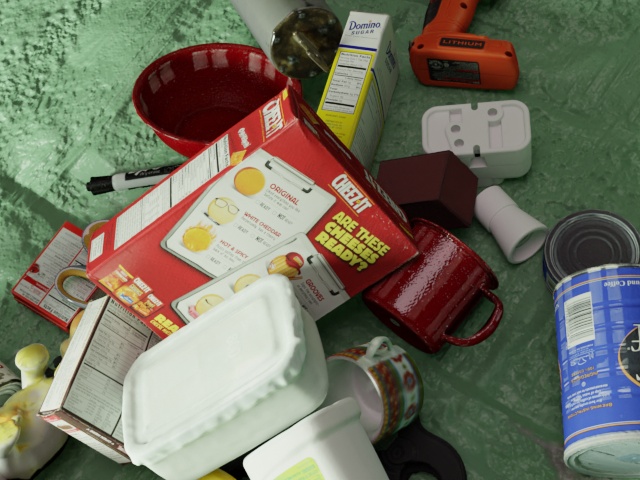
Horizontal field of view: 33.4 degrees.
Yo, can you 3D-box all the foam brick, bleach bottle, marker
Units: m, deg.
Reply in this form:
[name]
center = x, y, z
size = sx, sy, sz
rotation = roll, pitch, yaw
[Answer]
[foam brick]
center = 0.092, -0.042, 0.943
size = 0.078, 0.053, 0.051
rotation = -6, 58, 40
[bleach bottle]
center = 0.041, 0.248, 0.778
size = 0.103, 0.067, 0.251
rotation = -39, 75, 38
[marker]
center = -0.171, -0.061, 1.044
size = 0.121, 0.020, 0.020
rotation = -8, 62, 8

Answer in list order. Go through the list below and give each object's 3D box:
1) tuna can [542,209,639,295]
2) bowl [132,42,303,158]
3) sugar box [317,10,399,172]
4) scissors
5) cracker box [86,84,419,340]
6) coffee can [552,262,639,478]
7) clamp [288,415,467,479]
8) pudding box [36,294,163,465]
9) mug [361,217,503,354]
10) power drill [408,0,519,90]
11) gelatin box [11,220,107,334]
[tuna can]
center = 0.233, 0.017, 0.910
size = 0.086, 0.033, 0.086
rotation = -5, 62, 9
[bowl]
center = -0.097, -0.123, 1.024
size = 0.162, 0.055, 0.162
rotation = 1, 44, -1
[sugar box]
center = 0.029, -0.114, 0.988
size = 0.048, 0.093, 0.176
rotation = 8, 64, 15
[scissors]
center = -0.139, 0.028, 0.973
size = 0.201, 0.016, 0.096
rotation = 2, 68, 0
[cracker box]
center = -0.056, 0.001, 0.867
size = 0.214, 0.164, 0.072
rotation = -35, 33, 15
[coffee can]
center = 0.236, 0.102, 0.826
size = 0.103, 0.103, 0.140
rotation = -3, 62, 10
[clamp]
center = 0.053, 0.178, 0.862
size = 0.120, 0.039, 0.171
rotation = -32, 54, 2
[pudding box]
center = -0.168, 0.114, 0.879
size = 0.039, 0.090, 0.113
rotation = -24, 38, 43
[mug]
center = 0.097, 0.047, 0.891
size = 0.117, 0.093, 0.081
rotation = 34, 79, 30
[power drill]
center = 0.169, -0.237, 1.044
size = 0.185, 0.057, 0.187
rotation = 5, 61, 18
[gelatin box]
center = -0.234, 0.036, 1.001
size = 0.073, 0.030, 0.089
rotation = 27, 71, 22
